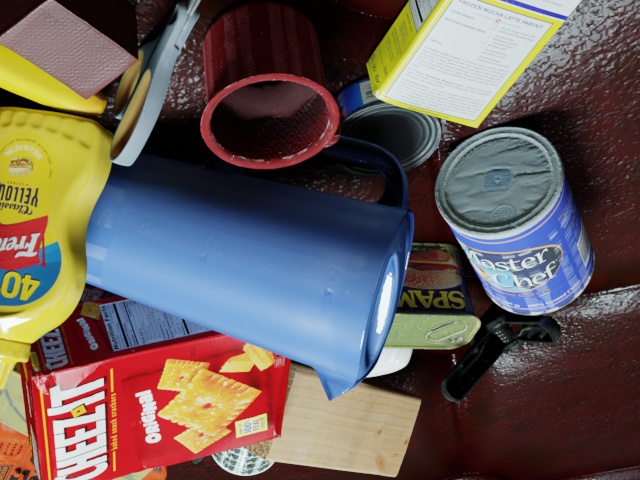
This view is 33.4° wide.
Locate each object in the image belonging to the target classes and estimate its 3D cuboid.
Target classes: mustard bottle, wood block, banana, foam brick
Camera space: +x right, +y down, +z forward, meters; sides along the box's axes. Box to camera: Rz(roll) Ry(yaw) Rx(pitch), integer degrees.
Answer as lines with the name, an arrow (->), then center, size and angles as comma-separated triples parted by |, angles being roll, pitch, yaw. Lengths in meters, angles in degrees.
mustard bottle -> -0.208, 0.007, 0.741 | 0.096, 0.191, 0.058 | 8, 172, 11
wood block -> -0.002, 0.173, 1.074 | 0.091, 0.090, 0.205 | 17, 178, 43
banana -> -0.227, -0.125, 0.687 | 0.197, 0.070, 0.037 | 22, 105, -51
foam brick -> -0.163, -0.140, 0.689 | 0.053, 0.051, 0.078 | -29, 140, 25

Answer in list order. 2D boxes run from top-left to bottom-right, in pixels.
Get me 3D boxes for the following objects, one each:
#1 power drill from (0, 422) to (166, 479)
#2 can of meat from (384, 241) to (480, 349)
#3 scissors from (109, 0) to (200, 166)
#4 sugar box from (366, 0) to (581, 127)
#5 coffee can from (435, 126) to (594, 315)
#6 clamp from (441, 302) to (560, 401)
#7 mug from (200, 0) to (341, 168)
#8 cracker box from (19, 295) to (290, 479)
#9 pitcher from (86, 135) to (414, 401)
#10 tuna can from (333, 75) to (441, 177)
power drill -> -0.262, 0.236, 1.083 | 0.187, 0.057, 0.185 | 11, 137, -24
can of meat -> 0.087, 0.049, 0.978 | 0.102, 0.084, 0.057 | 2, 143, -15
scissors -> -0.098, -0.146, 0.712 | 0.016, 0.096, 0.202 | 19, 106, -27
sugar box -> 0.113, -0.158, 0.729 | 0.093, 0.048, 0.176 | 12, 136, -26
coffee can -> 0.165, -0.014, 0.890 | 0.103, 0.103, 0.140 | -19, 144, 14
clamp -> 0.164, 0.092, 0.998 | 0.120, 0.039, 0.171 | -30, -176, 11
mug -> -0.029, -0.105, 0.739 | 0.117, 0.081, 0.093 | 24, 133, -37
cracker box -> -0.133, 0.118, 0.881 | 0.213, 0.072, 0.164 | -11, 137, -20
pitcher -> -0.055, 0.001, 0.796 | 0.243, 0.149, 0.145 | 16, 136, 12
tuna can -> 0.048, -0.088, 0.821 | 0.086, 0.034, 0.086 | -6, 145, -4
